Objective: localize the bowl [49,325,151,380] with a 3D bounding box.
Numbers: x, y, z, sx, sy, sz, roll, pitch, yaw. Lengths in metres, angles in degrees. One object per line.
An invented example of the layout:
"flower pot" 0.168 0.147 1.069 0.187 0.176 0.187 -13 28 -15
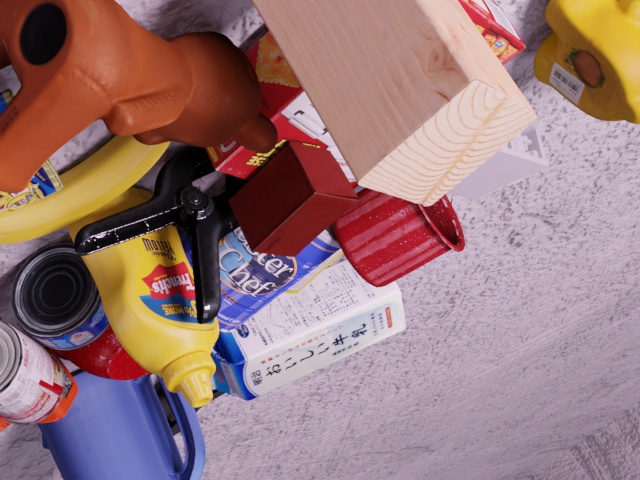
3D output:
"bowl" -0.169 0.082 1.000 0.162 0.055 0.162 -28 154 -15

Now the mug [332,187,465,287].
"mug" 0.064 -0.019 0.912 0.082 0.117 0.093 -31 113 21

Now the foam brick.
"foam brick" -0.022 -0.031 0.816 0.078 0.051 0.052 -41 151 29

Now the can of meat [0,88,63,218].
"can of meat" -0.228 -0.049 0.716 0.084 0.057 0.102 -27 166 -9

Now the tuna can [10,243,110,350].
"tuna can" -0.213 0.046 0.890 0.086 0.086 0.033 -29 153 2

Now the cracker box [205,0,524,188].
"cracker box" 0.028 -0.128 0.824 0.214 0.072 0.163 -39 153 23

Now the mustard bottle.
"mustard bottle" -0.131 0.046 0.848 0.058 0.192 0.096 -40 153 24

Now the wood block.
"wood block" 0.030 -0.134 0.652 0.091 0.206 0.090 -40 153 23

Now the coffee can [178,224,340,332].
"coffee can" -0.056 0.001 0.944 0.140 0.103 0.102 -38 153 21

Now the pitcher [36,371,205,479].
"pitcher" -0.191 0.251 1.117 0.144 0.243 0.149 -19 154 -24

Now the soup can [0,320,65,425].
"soup can" -0.258 0.108 0.874 0.068 0.068 0.102 -27 159 -3

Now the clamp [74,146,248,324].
"clamp" -0.113 -0.023 0.838 0.120 0.171 0.039 27 139 -9

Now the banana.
"banana" -0.189 -0.042 0.804 0.197 0.037 0.069 -26 157 -6
